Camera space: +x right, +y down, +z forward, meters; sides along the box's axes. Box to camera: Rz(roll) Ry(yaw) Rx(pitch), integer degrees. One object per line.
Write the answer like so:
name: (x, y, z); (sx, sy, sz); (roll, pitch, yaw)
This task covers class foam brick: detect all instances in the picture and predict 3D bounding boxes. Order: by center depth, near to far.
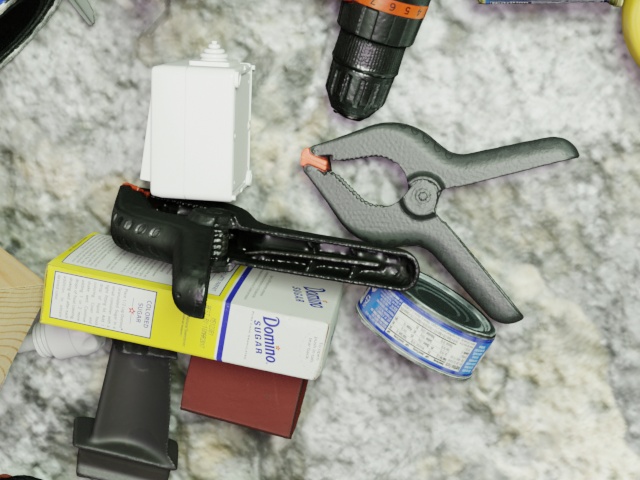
foam brick: (-0.048, 0.091, 0.710); (0.078, 0.053, 0.051); (15, 105, 4)

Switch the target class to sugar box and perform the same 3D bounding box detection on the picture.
sugar box: (-0.077, 0.040, 0.681); (0.176, 0.093, 0.048); (14, 105, 4)

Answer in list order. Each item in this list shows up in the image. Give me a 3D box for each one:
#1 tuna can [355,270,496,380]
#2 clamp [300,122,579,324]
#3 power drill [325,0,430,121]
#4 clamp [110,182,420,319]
tuna can: (0.067, 0.049, 0.669); (0.086, 0.086, 0.034); (30, 103, -1)
clamp: (0.068, -0.017, 0.674); (0.171, 0.039, 0.120); (10, 88, 10)
power drill: (-0.015, -0.164, 0.605); (0.187, 0.057, 0.184); (5, 114, -30)
clamp: (-0.054, 0.001, 0.647); (0.164, 0.210, 0.036); (-1, 105, -35)
